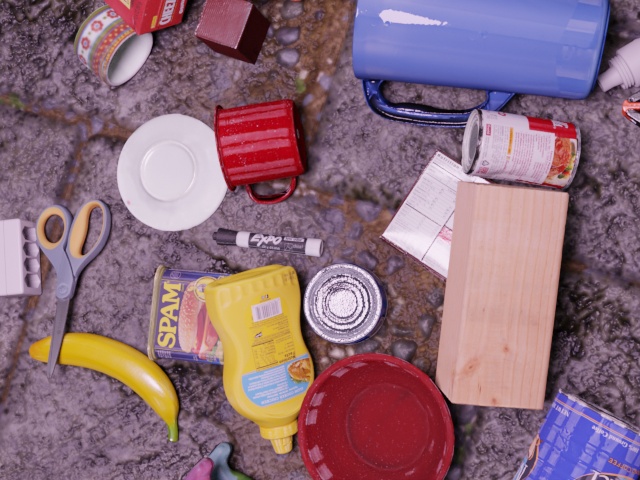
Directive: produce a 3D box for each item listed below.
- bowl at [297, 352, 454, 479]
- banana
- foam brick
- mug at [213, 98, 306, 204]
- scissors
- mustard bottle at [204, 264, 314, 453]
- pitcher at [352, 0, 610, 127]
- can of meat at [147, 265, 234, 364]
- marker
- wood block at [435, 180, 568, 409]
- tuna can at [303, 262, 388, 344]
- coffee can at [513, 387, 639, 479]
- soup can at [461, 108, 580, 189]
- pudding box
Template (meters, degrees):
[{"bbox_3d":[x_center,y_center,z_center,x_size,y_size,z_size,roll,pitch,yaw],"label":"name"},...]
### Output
[{"bbox_3d":[0.061,0.192,1.079,0.162,0.055,0.162,0,89,19],"label":"bowl"},{"bbox_3d":[-0.227,0.143,1.161,0.198,0.037,0.069,29,91,13],"label":"banana"},{"bbox_3d":[-0.094,-0.227,1.143,0.051,0.078,0.053,21,90,11],"label":"foam brick"},{"bbox_3d":[-0.059,-0.092,1.125,0.081,0.093,0.117,-9,114,7],"label":"mug"},{"bbox_3d":[-0.295,0.043,1.180,0.096,0.016,0.201,18,79,20],"label":"scissors"},{"bbox_3d":[-0.055,0.127,1.097,0.096,0.058,0.191,-16,100,-30],"label":"mustard bottle"},{"bbox_3d":[0.156,-0.201,1.069,0.243,0.149,0.145,11,67,10],"label":"pitcher"},{"bbox_3d":[-0.132,0.081,1.136,0.084,0.057,0.102,5,86,10],"label":"can of meat"},{"bbox_3d":[-0.058,0.001,1.145,0.121,0.020,0.020,6,86,13],"label":"marker"},{"bbox_3d":[0.173,0.050,1.030,0.090,0.091,0.206,5,95,-6],"label":"wood block"},{"bbox_3d":[0.026,0.066,1.114,0.086,0.033,0.086,-1,85,12],"label":"tuna can"},{"bbox_3d":[0.243,0.226,1.017,0.103,0.102,0.140,27,91,13],"label":"coffee can"},{"bbox_3d":[0.197,-0.091,1.058,0.102,0.068,0.068,8,87,-5],"label":"soup can"},{"bbox_3d":[0.128,-0.024,1.098,0.090,0.039,0.113,34,91,13],"label":"pudding box"}]
